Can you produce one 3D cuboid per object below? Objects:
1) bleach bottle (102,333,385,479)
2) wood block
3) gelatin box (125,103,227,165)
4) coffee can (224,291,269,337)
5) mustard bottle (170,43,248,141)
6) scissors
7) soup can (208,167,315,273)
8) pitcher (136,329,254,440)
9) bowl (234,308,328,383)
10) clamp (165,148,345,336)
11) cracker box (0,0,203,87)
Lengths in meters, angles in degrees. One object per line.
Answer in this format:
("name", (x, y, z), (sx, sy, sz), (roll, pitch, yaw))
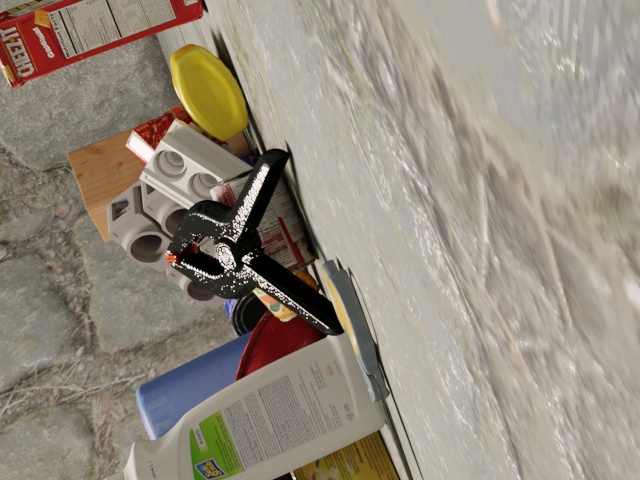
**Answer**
("bleach bottle", (-0.074, 0.170, 0.950), (0.068, 0.250, 0.102), (85, 162, -73))
("wood block", (-0.191, -0.089, 1.316), (0.091, 0.206, 0.090), (79, 167, -63))
("gelatin box", (-0.155, -0.105, 1.164), (0.073, 0.089, 0.030), (42, 131, 8))
("coffee can", (-0.092, 0.076, 1.545), (0.140, 0.102, 0.103), (-122, 11, -61))
("mustard bottle", (-0.123, -0.162, 1.136), (0.096, 0.058, 0.192), (57, 178, -16))
("scissors", (0.037, 0.097, 0.832), (0.096, 0.016, 0.201), (-117, 7, -56))
("soup can", (-0.054, -0.015, 0.989), (0.068, 0.068, 0.102), (-155, 43, -82))
("pitcher", (-0.099, 0.194, 1.339), (0.149, 0.242, 0.145), (160, 87, -85))
("bowl", (-0.033, 0.143, 1.203), (0.055, 0.162, 0.162), (21, 151, 23))
("clamp", (-0.070, -0.002, 0.928), (0.210, 0.036, 0.164), (5, 117, 46))
("cracker box", (-0.238, -0.238, 1.135), (0.164, 0.213, 0.072), (-126, 15, -69))
